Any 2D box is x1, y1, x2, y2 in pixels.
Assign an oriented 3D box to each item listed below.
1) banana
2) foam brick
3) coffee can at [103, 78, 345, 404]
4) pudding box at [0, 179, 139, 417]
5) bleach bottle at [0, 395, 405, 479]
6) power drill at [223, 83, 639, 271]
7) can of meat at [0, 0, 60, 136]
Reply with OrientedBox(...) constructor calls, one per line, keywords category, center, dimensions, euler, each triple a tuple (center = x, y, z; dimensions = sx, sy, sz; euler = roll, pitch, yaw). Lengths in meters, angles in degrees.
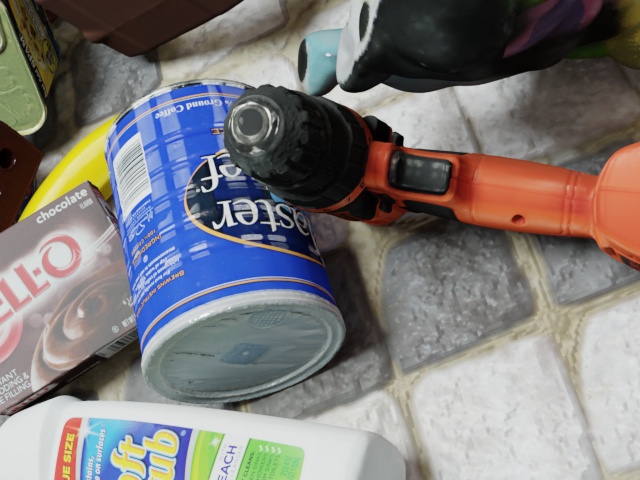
OrientedBox(category="banana", center=(-0.149, -0.011, 0.659), dimensions=(0.069, 0.037, 0.197), euler=(23, 79, 6))
OrientedBox(category="foam brick", center=(-0.216, -0.034, 0.646), dimensions=(0.051, 0.053, 0.078), euler=(10, 72, 29))
OrientedBox(category="coffee can", center=(-0.054, 0.001, 0.563), dimensions=(0.103, 0.102, 0.140), euler=(-25, 58, 13))
OrientedBox(category="pudding box", center=(-0.154, 0.034, 0.609), dimensions=(0.113, 0.039, 0.090), euler=(-32, 79, -5))
OrientedBox(category="bleach bottle", center=(-0.086, 0.134, 0.541), dimensions=(0.251, 0.068, 0.102), euler=(0, 66, 29))
OrientedBox(category="power drill", center=(0.066, -0.029, 0.483), dimensions=(0.188, 0.184, 0.057), euler=(11, 91, 21))
OrientedBox(category="can of meat", center=(-0.210, -0.130, 0.691), dimensions=(0.057, 0.102, 0.084), euler=(-11, 36, 5))
